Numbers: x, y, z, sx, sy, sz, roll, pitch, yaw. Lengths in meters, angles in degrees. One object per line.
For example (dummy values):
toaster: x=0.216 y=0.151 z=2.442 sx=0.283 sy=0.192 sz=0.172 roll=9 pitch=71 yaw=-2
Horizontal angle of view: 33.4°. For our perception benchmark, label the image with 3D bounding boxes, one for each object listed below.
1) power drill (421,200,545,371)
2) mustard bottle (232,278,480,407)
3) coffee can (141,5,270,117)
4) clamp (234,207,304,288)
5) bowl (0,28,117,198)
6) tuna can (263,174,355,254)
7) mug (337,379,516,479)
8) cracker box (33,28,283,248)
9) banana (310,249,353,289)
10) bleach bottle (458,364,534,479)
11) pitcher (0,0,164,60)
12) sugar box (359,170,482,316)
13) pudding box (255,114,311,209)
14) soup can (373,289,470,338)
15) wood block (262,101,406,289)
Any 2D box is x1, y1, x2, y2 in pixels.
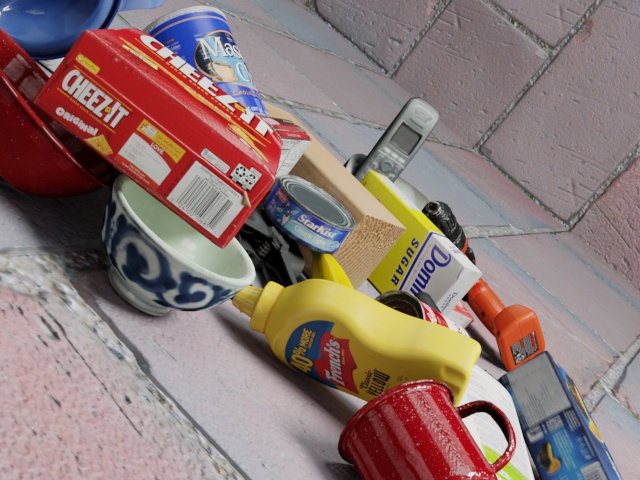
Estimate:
power drill: x=0.191 y=0.054 z=1.285 sx=0.188 sy=0.057 sz=0.184 roll=56 pitch=-2 yaw=39
mustard bottle: x=0.021 y=0.079 z=0.826 sx=0.192 sy=0.096 sz=0.058 roll=23 pitch=51 yaw=8
coffee can: x=-0.119 y=-0.152 z=1.089 sx=0.102 sy=0.103 sz=0.140 roll=8 pitch=55 yaw=-62
clamp: x=-0.056 y=0.001 z=0.980 sx=0.120 sy=0.039 sz=0.171 roll=54 pitch=8 yaw=-13
bowl: x=-0.219 y=-0.085 z=0.781 sx=0.162 sy=0.055 sz=0.162 roll=53 pitch=3 yaw=-4
tuna can: x=-0.011 y=-0.025 z=1.017 sx=0.086 sy=0.034 sz=0.086 roll=31 pitch=17 yaw=-11
mug: x=0.081 y=0.153 z=0.742 sx=0.093 sy=0.117 sz=0.081 roll=80 pitch=-16 yaw=-49
cracker box: x=-0.110 y=-0.089 z=0.815 sx=0.164 sy=0.072 sz=0.213 roll=38 pitch=10 yaw=-8
banana: x=0.008 y=0.058 z=0.971 sx=0.069 sy=0.037 sz=0.198 roll=44 pitch=12 yaw=-18
bleach bottle: x=0.123 y=0.183 z=0.843 sx=0.102 sy=0.068 sz=0.251 roll=35 pitch=18 yaw=-13
pitcher: x=-0.232 y=-0.253 z=0.922 sx=0.149 sy=0.145 sz=0.243 roll=53 pitch=7 yaw=-30
sugar box: x=0.090 y=0.011 z=1.203 sx=0.048 sy=0.093 sz=0.176 roll=17 pitch=26 yaw=-53
pudding box: x=-0.066 y=-0.065 z=1.020 sx=0.039 sy=0.113 sz=0.090 roll=40 pitch=14 yaw=14
soup can: x=0.091 y=0.094 z=0.992 sx=0.102 sy=0.068 sz=0.069 roll=32 pitch=15 yaw=-49
wood block: x=-0.020 y=-0.051 z=1.134 sx=0.206 sy=0.090 sz=0.090 roll=47 pitch=17 yaw=29
